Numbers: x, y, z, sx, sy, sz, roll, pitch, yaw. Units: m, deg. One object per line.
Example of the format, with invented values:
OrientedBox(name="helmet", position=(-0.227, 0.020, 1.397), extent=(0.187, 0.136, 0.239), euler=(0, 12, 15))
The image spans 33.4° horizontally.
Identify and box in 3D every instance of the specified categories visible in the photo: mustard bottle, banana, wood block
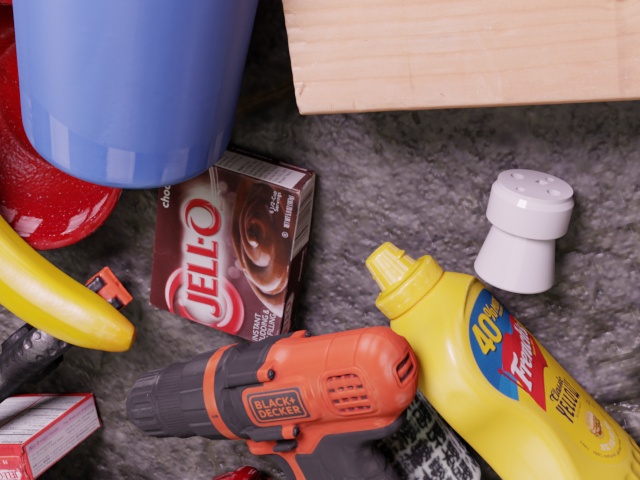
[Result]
OrientedBox(name="mustard bottle", position=(0.096, 0.076, 0.591), extent=(0.191, 0.096, 0.058), euler=(47, 121, -3))
OrientedBox(name="banana", position=(-0.191, -0.003, 0.638), extent=(0.070, 0.037, 0.198), euler=(-29, 101, 32))
OrientedBox(name="wood block", position=(0.093, -0.117, 0.510), extent=(0.206, 0.090, 0.091), euler=(1, 112, 21))

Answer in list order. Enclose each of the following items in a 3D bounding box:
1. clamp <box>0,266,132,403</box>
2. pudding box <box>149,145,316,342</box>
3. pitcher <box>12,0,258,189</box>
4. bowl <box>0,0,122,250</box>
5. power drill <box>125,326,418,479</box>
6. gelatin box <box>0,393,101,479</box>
OrientedBox(name="clamp", position=(-0.197, 0.081, 0.699), extent=(0.172, 0.120, 0.039), euler=(-39, 101, 26))
OrientedBox(name="pudding box", position=(-0.054, 0.001, 0.649), extent=(0.090, 0.039, 0.113), euler=(17, 118, 14))
OrientedBox(name="pitcher", position=(-0.086, -0.153, 0.491), extent=(0.145, 0.149, 0.243), euler=(15, 129, 3))
OrientedBox(name="bowl", position=(-0.177, -0.077, 0.654), extent=(0.162, 0.055, 0.162), euler=(8, 115, 18))
OrientedBox(name="power drill", position=(-0.008, 0.141, 0.591), extent=(0.185, 0.057, 0.187), euler=(-13, 108, 34))
OrientedBox(name="gelatin box", position=(-0.208, 0.137, 0.740), extent=(0.073, 0.089, 0.030), euler=(-5, 105, 23))
